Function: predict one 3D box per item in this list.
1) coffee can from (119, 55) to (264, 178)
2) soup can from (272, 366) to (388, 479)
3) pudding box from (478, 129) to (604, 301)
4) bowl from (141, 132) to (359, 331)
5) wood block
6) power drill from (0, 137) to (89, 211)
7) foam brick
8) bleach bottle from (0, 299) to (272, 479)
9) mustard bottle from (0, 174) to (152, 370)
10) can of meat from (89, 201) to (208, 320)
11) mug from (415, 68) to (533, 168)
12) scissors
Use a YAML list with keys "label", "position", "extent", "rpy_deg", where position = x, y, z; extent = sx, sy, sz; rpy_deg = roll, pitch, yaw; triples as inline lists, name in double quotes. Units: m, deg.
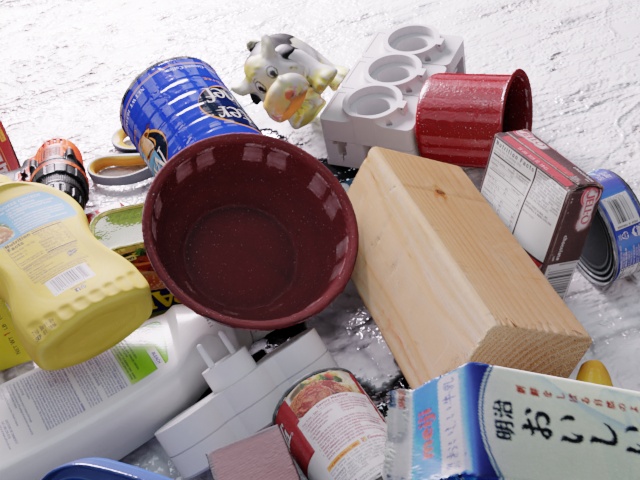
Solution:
- label: "coffee can"
  position: [-0.104, -0.082, 0.943]
  extent: [0.102, 0.103, 0.140]
  rpy_deg: [-26, 52, -14]
- label: "soup can"
  position: [0.020, 0.142, 0.711]
  extent: [0.068, 0.068, 0.102]
  rpy_deg: [-26, 44, -14]
- label: "pudding box"
  position: [0.158, -0.015, 0.811]
  extent: [0.039, 0.114, 0.090]
  rpy_deg: [-7, 36, -30]
- label: "bowl"
  position: [-0.055, 0.001, 0.802]
  extent: [0.162, 0.055, 0.162]
  rpy_deg: [6, 64, -12]
- label: "wood block"
  position: [0.092, 0.031, 0.773]
  extent: [0.090, 0.090, 0.206]
  rpy_deg: [10, 32, -30]
- label: "power drill"
  position: [-0.298, -0.028, 0.954]
  extent: [0.187, 0.057, 0.184]
  rpy_deg: [-17, 21, -6]
- label: "foam brick"
  position: [-0.036, 0.168, 0.690]
  extent: [0.053, 0.078, 0.051]
  rpy_deg: [-21, 43, -6]
- label: "bleach bottle"
  position: [-0.146, 0.114, 0.788]
  extent: [0.250, 0.068, 0.103]
  rpy_deg: [-26, 44, -17]
- label: "mustard bottle"
  position: [-0.215, 0.008, 0.806]
  extent: [0.096, 0.058, 0.192]
  rpy_deg: [-30, 56, -25]
- label: "can of meat"
  position: [-0.131, 0.014, 0.874]
  extent: [0.102, 0.084, 0.057]
  rpy_deg: [-13, 42, 0]
- label: "mug"
  position: [0.139, -0.108, 0.945]
  extent: [0.082, 0.093, 0.117]
  rpy_deg: [6, 19, 27]
- label: "scissors"
  position: [-0.127, -0.091, 1.037]
  extent: [0.202, 0.016, 0.096]
  rpy_deg: [-9, 42, 4]
